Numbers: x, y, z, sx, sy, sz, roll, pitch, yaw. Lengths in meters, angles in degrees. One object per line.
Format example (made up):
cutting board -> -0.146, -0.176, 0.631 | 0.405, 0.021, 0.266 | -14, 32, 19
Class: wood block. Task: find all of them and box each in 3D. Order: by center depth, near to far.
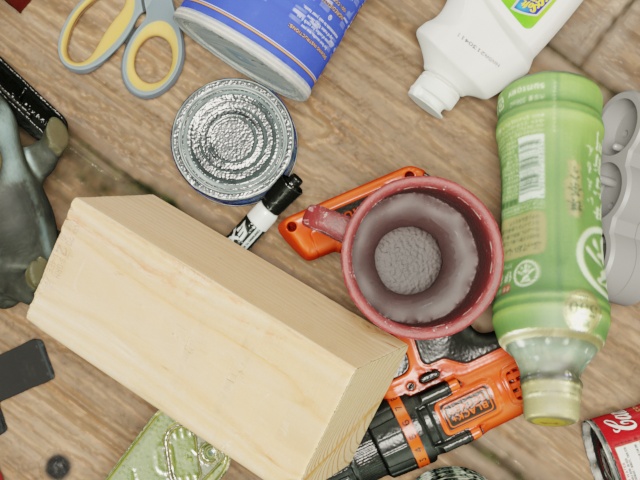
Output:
wood block -> -0.065, 0.057, 0.658 | 0.206, 0.090, 0.090 | 30, 104, 20

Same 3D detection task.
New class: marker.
marker -> -0.055, 0.001, 0.716 | 0.020, 0.020, 0.121 | 44, 106, 3

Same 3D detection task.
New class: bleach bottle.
bleach bottle -> 0.138, -0.196, 0.716 | 0.102, 0.068, 0.251 | 37, 91, 3

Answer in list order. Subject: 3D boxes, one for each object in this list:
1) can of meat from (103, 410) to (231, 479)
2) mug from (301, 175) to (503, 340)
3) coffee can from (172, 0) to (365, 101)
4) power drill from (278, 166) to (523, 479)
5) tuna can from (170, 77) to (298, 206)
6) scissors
can of meat -> -0.100, 0.153, 0.694 | 0.057, 0.084, 0.102 | 37, 89, 3
mug -> 0.044, 0.007, 0.640 | 0.117, 0.081, 0.093 | 19, 87, -3
coffee can -> -0.017, -0.177, 0.697 | 0.103, 0.103, 0.140 | 31, 88, 2
power drill -> 0.043, 0.059, 0.710 | 0.184, 0.057, 0.187 | -24, 90, -4
tuna can -> -0.058, -0.067, 0.728 | 0.086, 0.034, 0.086 | 0, 87, 1
scissors -> -0.097, -0.182, 0.743 | 0.096, 0.016, 0.202 | 45, 89, 3
